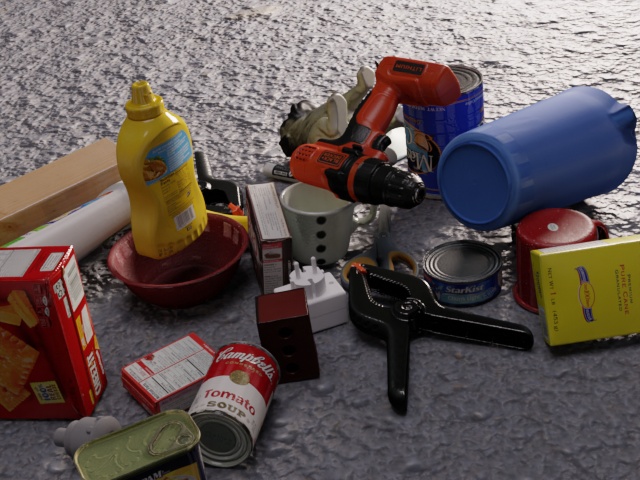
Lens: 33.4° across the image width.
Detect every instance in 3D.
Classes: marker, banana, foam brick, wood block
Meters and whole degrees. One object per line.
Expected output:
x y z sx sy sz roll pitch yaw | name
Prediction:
-0.023 -0.083 1.409 0.121 0.020 0.020 14 37 33 | marker
-0.071 -0.026 1.286 0.198 0.069 0.037 -1 -12 0 | banana
-0.033 0.095 1.054 0.053 0.078 0.051 -11 31 0 | foam brick
-0.325 -0.036 1.317 0.205 0.090 0.091 -29 36 -22 | wood block

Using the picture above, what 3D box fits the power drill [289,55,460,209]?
0.078 -0.120 1.195 0.185 0.057 0.187 19 62 39 | power drill

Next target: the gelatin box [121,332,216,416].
-0.142 0.136 1.058 0.089 0.030 0.073 -26 36 -28 | gelatin box

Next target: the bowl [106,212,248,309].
-0.158 0.030 1.214 0.162 0.055 0.162 -6 30 3 | bowl

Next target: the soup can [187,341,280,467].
-0.082 0.150 0.982 0.068 0.068 0.102 0 32 14 | soup can

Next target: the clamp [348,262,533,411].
0.085 0.086 1.075 0.164 0.036 0.210 -26 40 -29 | clamp

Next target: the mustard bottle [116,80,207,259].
-0.177 -0.082 1.162 0.058 0.191 0.096 15 37 32 | mustard bottle

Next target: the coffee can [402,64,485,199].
0.156 -0.136 1.335 0.103 0.140 0.103 -6 30 3 | coffee can

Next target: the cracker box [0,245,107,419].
-0.333 0.093 1.044 0.214 0.164 0.072 -2 29 10 | cracker box

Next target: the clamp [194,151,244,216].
-0.149 -0.064 1.381 0.172 0.039 0.120 20 59 36 | clamp

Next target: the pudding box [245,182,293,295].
-0.058 0.002 1.195 0.039 0.090 0.113 -9 37 -10 | pudding box

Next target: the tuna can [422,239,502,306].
0.154 0.035 1.151 0.086 0.034 0.086 -6 30 3 | tuna can

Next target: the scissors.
0.057 0.007 1.240 0.096 0.016 0.202 -12 30 -7 | scissors

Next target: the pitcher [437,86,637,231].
0.235 -0.085 1.204 0.145 0.149 0.242 28 33 35 | pitcher

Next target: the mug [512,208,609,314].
0.255 0.015 1.112 0.117 0.081 0.093 -21 33 -21 | mug

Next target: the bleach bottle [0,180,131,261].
-0.282 -0.010 1.248 0.250 0.068 0.103 -35 10 -27 | bleach bottle

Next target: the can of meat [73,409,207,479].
-0.145 0.202 0.892 0.102 0.084 0.057 -20 32 -19 | can of meat

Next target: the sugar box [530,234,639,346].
0.300 0.043 1.038 0.176 0.093 0.048 -9 6 1 | sugar box
